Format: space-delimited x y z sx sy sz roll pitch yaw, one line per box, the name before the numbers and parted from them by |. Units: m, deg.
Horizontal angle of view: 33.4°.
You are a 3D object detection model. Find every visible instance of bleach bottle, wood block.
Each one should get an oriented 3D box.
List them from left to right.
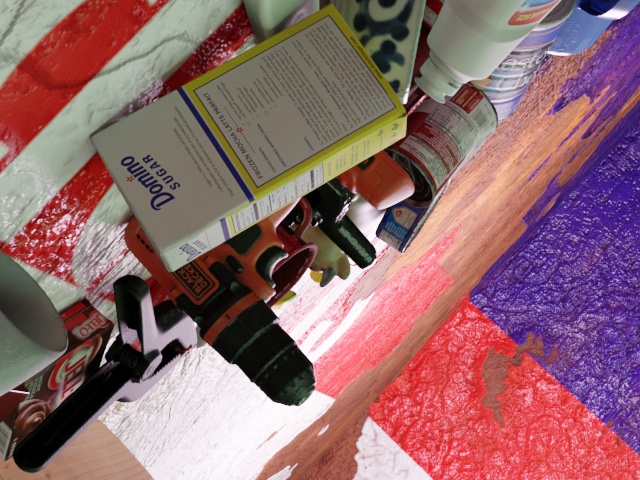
wood block | -0.249 0.237 0.969 0.091 0.090 0.206 -48 166 10
bleach bottle | 0.155 -0.198 0.724 0.251 0.068 0.102 -51 163 23

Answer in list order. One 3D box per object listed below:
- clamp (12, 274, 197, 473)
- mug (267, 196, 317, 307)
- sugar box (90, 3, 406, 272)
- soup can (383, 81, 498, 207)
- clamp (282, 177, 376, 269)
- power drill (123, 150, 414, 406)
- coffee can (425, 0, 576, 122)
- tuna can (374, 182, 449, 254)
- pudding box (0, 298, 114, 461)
clamp | -0.153 0.099 0.832 0.164 0.036 0.210 -55 169 4
mug | -0.056 0.001 0.900 0.117 0.081 0.093 -51 166 18
sugar box | -0.043 -0.065 0.667 0.176 0.093 0.048 -31 162 -7
soup can | 0.102 -0.087 0.942 0.102 0.068 0.068 -47 167 -22
clamp | -0.001 -0.027 0.944 0.171 0.120 0.039 101 0 -62
power drill | -0.023 0.000 0.771 0.187 0.184 0.057 -44 171 -3
coffee can | 0.157 -0.187 0.966 0.102 0.103 0.140 -39 164 -29
tuna can | 0.087 -0.031 1.017 0.086 0.034 0.086 -56 173 -12
pudding box | -0.212 0.107 0.824 0.089 0.039 0.114 -35 162 -43
